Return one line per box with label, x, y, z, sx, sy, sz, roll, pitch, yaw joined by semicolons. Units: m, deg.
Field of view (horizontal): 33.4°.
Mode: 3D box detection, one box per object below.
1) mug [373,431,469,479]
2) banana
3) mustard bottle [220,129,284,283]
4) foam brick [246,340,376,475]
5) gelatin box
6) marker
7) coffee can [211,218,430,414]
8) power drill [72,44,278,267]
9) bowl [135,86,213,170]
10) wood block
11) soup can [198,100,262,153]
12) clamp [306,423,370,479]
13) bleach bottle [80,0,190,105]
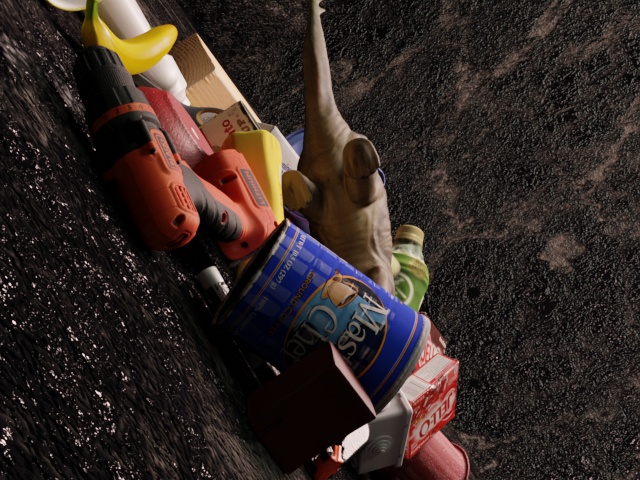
mug;0.097;0.244;1.142;0.081;0.093;0.117;49;43;-31
banana;-0.199;-0.202;1.106;0.037;0.070;0.197;32;10;10
mustard bottle;-0.057;0.001;0.991;0.096;0.058;0.191;99;-15;-73
foam brick;-0.008;0.119;0.770;0.053;0.078;0.051;56;5;-14
gelatin box;0.106;0.167;1.083;0.030;0.089;0.073;22;-54;33
marker;-0.064;0.076;0.875;0.121;0.020;0.020;57;4;14
coffee can;0.001;0.064;0.839;0.140;0.103;0.103;35;7;-7
power drill;-0.118;-0.060;0.872;0.187;0.057;0.184;24;37;-62
bowl;-0.142;-0.089;1.015;0.162;0.055;0.162;57;3;-6
wood block;-0.141;-0.162;1.420;0.206;0.091;0.090;53;6;-49
soup can;-0.108;-0.093;1.129;0.068;0.102;0.068;57;4;-6
clamp;0.013;0.132;0.904;0.120;0.039;0.171;17;38;-23
bleach bottle;-0.225;-0.242;1.233;0.250;0.068;0.102;57;3;-28
